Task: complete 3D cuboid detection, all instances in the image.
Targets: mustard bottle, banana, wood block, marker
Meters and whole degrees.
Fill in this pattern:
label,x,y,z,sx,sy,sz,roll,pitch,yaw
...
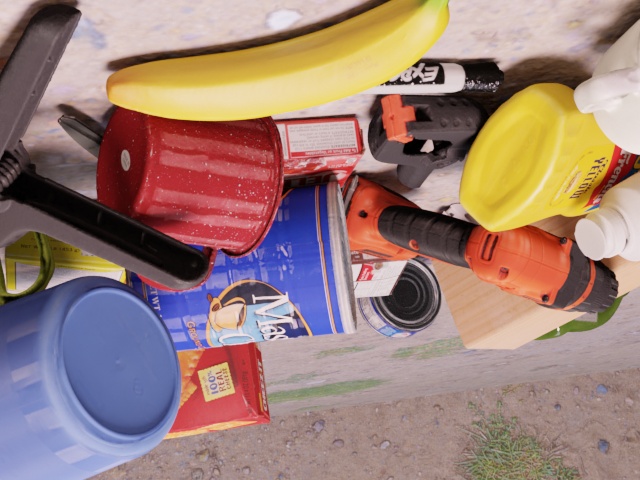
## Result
label,x,y,z,sx,sy,sz,roll,pitch,yaw
mustard bottle,0.177,-0.058,0.711,0.191,0.058,0.096,-9,136,-46
banana,-0.014,-0.095,0.554,0.198,0.037,0.069,-15,147,22
wood block,0.210,0.011,0.906,0.206,0.090,0.090,-33,155,32
marker,0.052,-0.094,0.622,0.121,0.020,0.020,-3,165,-20

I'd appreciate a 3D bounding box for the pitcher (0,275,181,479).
label,x,y,z,sx,sy,sz,roll,pitch,yaw
pitcher,-0.201,0.102,0.674,0.243,0.149,0.144,-23,146,33

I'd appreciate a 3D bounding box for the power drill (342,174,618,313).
label,x,y,z,sx,sy,sz,roll,pitch,yaw
power drill,0.117,0.006,0.810,0.188,0.057,0.184,15,177,40

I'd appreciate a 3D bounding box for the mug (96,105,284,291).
label,x,y,z,sx,sy,sz,roll,pitch,yaw
mug,-0.082,-0.028,0.626,0.081,0.117,0.093,7,-172,-33

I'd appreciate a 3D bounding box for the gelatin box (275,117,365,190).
label,x,y,z,sx,sy,sz,roll,pitch,yaw
gelatin box,-0.021,-0.054,0.715,0.089,0.030,0.073,-5,167,-12

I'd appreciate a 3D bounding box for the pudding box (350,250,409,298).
label,x,y,z,sx,sy,sz,roll,pitch,yaw
pudding box,0.021,0.025,1.018,0.113,0.039,0.090,-3,155,-11

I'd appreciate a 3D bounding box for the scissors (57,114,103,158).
label,x,y,z,sx,sy,sz,roll,pitch,yaw
scissors,-0.111,-0.051,0.707,0.096,0.016,0.202,-8,167,-7

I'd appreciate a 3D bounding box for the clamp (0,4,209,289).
label,x,y,z,sx,sy,sz,roll,pitch,yaw
clamp,-0.166,-0.029,0.577,0.210,0.164,0.036,-10,-148,33

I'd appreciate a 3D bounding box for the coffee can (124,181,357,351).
label,x,y,z,sx,sy,sz,roll,pitch,yaw
coffee can,-0.051,0.019,0.722,0.140,0.103,0.103,-7,166,4

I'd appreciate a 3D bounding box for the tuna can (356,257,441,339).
label,x,y,z,sx,sy,sz,roll,pitch,yaw
tuna can,0.083,0.058,1.116,0.086,0.086,0.034,-2,163,-25

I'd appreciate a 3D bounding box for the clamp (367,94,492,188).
label,x,y,z,sx,sy,sz,roll,pitch,yaw
clamp,0.091,-0.070,0.709,0.120,0.039,0.171,-19,170,16

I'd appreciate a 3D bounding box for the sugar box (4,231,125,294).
label,x,y,z,sx,sy,sz,roll,pitch,yaw
sugar box,-0.203,0.019,0.854,0.093,0.048,0.176,6,166,-15

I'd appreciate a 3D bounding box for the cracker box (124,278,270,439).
label,x,y,z,sx,sy,sz,roll,pitch,yaw
cracker box,-0.164,0.103,0.985,0.214,0.164,0.072,-10,165,5
